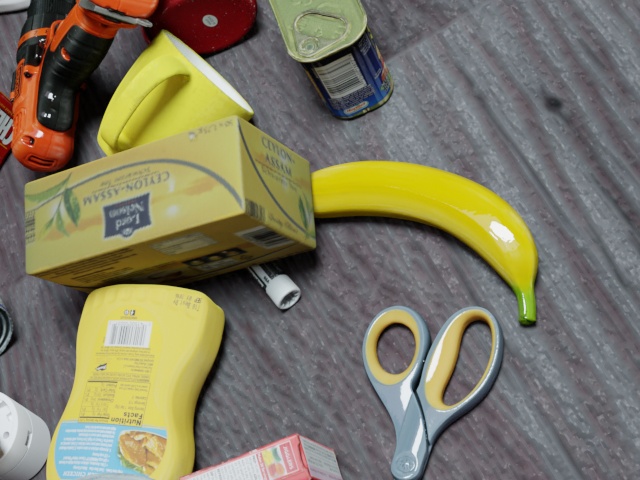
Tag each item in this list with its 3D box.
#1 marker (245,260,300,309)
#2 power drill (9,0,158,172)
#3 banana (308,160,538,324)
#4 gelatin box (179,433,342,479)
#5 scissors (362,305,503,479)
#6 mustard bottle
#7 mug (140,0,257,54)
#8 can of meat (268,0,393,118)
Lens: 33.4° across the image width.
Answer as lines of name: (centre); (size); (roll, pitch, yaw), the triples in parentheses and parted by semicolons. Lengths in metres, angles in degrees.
marker: (-0.055, 0.001, 0.739); (0.020, 0.020, 0.121); (-41, 59, -2)
power drill: (-0.178, -0.167, 0.791); (0.188, 0.057, 0.184); (-45, 42, 47)
banana: (0.064, -0.017, 0.693); (0.198, 0.037, 0.069); (25, 75, 28)
gelatin box: (-0.031, 0.141, 0.621); (0.073, 0.089, 0.030); (-22, 70, 8)
scissors: (0.040, 0.122, 0.647); (0.096, 0.016, 0.201); (25, 76, 30)
mustard bottle: (-0.124, 0.125, 0.681); (0.096, 0.058, 0.191); (1, 66, 21)
mug: (-0.103, -0.190, 0.816); (0.117, 0.093, 0.081); (-37, 58, 37)
can of meat: (0.007, -0.146, 0.749); (0.057, 0.084, 0.102); (-24, 59, 7)
